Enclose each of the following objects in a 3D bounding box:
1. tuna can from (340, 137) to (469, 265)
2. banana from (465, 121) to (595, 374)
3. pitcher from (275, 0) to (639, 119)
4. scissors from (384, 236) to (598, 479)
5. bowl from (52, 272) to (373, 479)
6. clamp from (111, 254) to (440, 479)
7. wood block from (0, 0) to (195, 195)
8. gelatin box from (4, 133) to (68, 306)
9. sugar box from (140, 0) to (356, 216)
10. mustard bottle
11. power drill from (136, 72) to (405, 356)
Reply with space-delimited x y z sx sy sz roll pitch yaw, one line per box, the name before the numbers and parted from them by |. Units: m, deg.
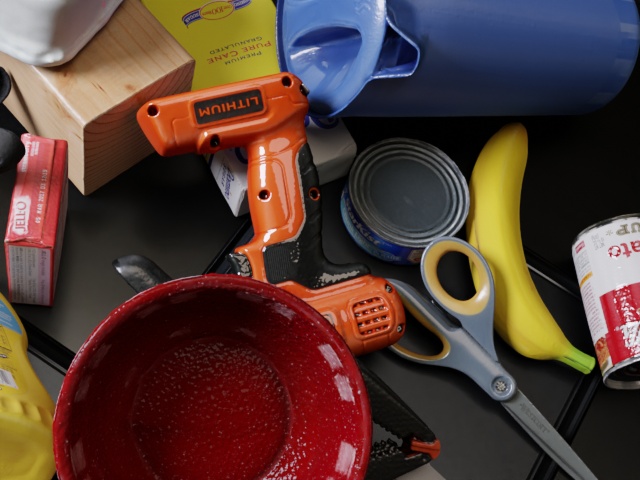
tuna can | 0.058 -0.027 0.740 0.086 0.034 0.086 5 62 -10
banana | 0.133 0.002 0.744 0.069 0.037 0.198 5 62 -30
pitcher | 0.095 -0.151 0.744 0.242 0.145 0.149 -1 73 -31
scissors | 0.121 0.074 0.694 0.202 0.016 0.096 32 91 6
bowl | -0.056 0.098 0.562 0.162 0.055 0.162 0 90 -8
clamp | -0.038 0.112 0.615 0.210 0.036 0.164 16 94 -8
wood block | -0.186 -0.146 0.714 0.090 0.091 0.206 -37 76 -26
gelatin box | -0.172 -0.011 0.648 0.030 0.089 0.073 6 62 -11
sugar box | -0.056 -0.112 0.752 0.093 0.048 0.176 -22 69 -23
mustard bottle | -0.208 0.058 0.591 0.096 0.058 0.192 18 21 -37
power drill | -0.054 0.001 0.661 0.184 0.057 0.187 -15 90 -13
